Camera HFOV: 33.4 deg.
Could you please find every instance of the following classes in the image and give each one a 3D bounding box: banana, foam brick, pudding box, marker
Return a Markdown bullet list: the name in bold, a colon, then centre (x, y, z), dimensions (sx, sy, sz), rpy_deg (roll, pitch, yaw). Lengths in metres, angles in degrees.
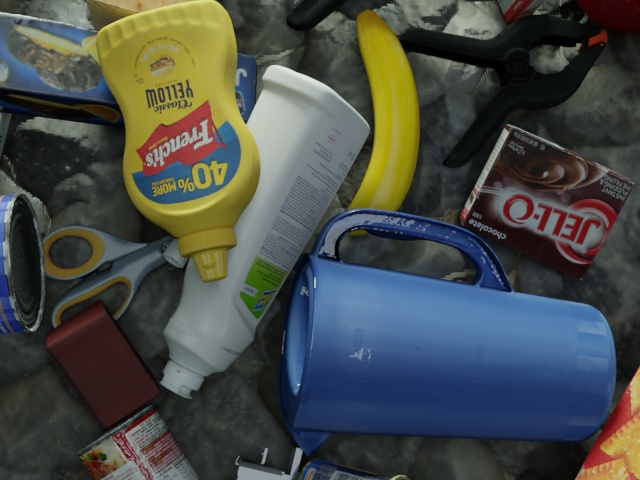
- **banana**: centre (0.047, -0.088, 0.866), dimensions (0.069, 0.037, 0.198), rpy_deg (12, 84, -8)
- **foam brick**: centre (-0.164, 0.092, 0.804), dimensions (0.051, 0.053, 0.078), rpy_deg (-34, 106, -7)
- **pudding box**: centre (0.182, -0.032, 0.864), dimensions (0.113, 0.039, 0.090), rpy_deg (25, 103, -2)
- **marker**: centre (-0.084, -0.032, 0.842), dimensions (0.020, 0.020, 0.121), rpy_deg (33, 71, -3)

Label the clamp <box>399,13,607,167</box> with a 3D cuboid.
- **clamp**: centre (0.158, -0.130, 0.887), dimensions (0.171, 0.039, 0.120), rpy_deg (-11, 91, -1)

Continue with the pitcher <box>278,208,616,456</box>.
- **pitcher**: centre (0.094, 0.079, 0.810), dimensions (0.242, 0.149, 0.145), rpy_deg (7, 45, -10)

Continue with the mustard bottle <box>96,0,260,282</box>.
- **mustard bottle**: centre (-0.093, -0.065, 0.751), dimensions (0.096, 0.058, 0.191), rpy_deg (-13, 85, 6)

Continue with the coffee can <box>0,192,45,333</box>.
- **coffee can**: centre (-0.282, 0.022, 0.774), dimensions (0.140, 0.103, 0.103), rpy_deg (-5, 84, -1)

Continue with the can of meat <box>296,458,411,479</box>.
- **can of meat**: centre (0.038, 0.203, 0.788), dimensions (0.102, 0.084, 0.057), rpy_deg (41, 64, -43)

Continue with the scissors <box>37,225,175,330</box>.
- **scissors**: centre (-0.139, -0.004, 0.846), dimensions (0.201, 0.016, 0.096), rpy_deg (-40, 89, -10)

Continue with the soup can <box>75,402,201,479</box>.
- **soup can**: centre (-0.127, 0.183, 0.799), dimensions (0.068, 0.068, 0.102), rpy_deg (-33, 89, -10)

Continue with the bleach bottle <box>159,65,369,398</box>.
- **bleach bottle**: centre (-0.055, 0.001, 0.808), dimensions (0.068, 0.102, 0.251), rpy_deg (26, 87, 31)
